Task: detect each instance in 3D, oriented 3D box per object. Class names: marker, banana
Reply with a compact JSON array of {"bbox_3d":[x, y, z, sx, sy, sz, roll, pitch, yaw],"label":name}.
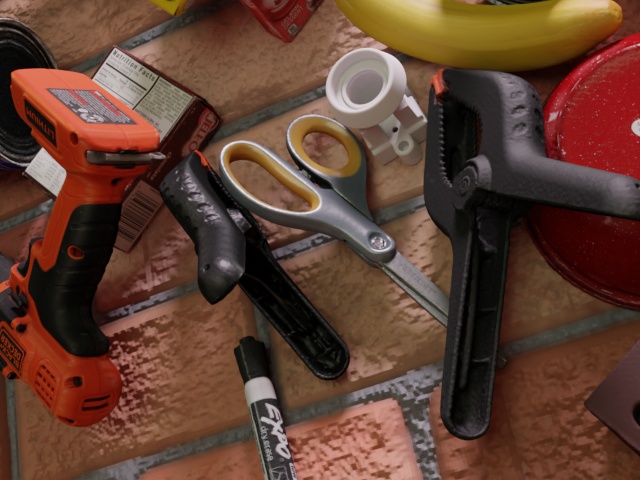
[{"bbox_3d":[-0.028,0.109,0.602,0.020,0.020,0.121,-25,61,16],"label":"marker"},{"bbox_3d":[0.076,-0.130,0.614,0.198,0.069,0.037,23,63,26],"label":"banana"}]

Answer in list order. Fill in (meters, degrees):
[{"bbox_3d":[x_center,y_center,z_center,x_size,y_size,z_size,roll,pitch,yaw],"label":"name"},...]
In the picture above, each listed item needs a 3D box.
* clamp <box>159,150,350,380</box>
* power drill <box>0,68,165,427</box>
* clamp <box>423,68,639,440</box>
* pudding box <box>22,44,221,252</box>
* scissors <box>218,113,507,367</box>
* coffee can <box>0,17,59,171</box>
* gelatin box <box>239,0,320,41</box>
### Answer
[{"bbox_3d":[-0.054,0.001,0.603,0.039,0.120,0.172,-41,54,1],"label":"clamp"},{"bbox_3d":[-0.168,-0.005,0.656,0.185,0.057,0.188,35,120,38],"label":"power drill"},{"bbox_3d":[0.094,-0.027,0.540,0.165,0.036,0.210,124,151,-43],"label":"clamp"},{"bbox_3d":[-0.133,-0.063,0.711,0.090,0.039,0.113,35,87,33],"label":"pudding box"},{"bbox_3d":[0.035,-0.011,0.612,0.202,0.016,0.096,30,53,12],"label":"scissors"},{"bbox_3d":[-0.267,-0.093,0.752,0.140,0.102,0.103,-6,68,25],"label":"coffee can"},{"bbox_3d":[-0.018,-0.181,0.677,0.030,0.073,0.089,36,89,31],"label":"gelatin box"}]
